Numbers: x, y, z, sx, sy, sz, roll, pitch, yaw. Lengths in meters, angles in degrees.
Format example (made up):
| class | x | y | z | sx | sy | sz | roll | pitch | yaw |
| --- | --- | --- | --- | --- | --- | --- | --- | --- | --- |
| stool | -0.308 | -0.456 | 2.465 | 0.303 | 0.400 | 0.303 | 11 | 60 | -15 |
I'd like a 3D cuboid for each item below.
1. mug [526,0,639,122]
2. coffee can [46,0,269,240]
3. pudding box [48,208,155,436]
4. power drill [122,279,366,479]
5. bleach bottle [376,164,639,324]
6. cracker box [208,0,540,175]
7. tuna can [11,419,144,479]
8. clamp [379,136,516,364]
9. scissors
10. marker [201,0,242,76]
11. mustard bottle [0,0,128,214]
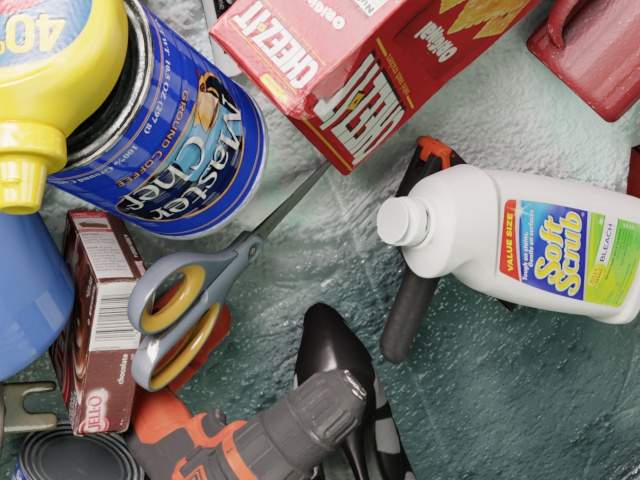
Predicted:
| class | x | y | z | sx | sy | sz | roll | pitch | yaw |
| --- | --- | --- | --- | --- | --- | --- | --- | --- | --- |
| mug | 0.184 | -0.135 | 0.691 | 0.081 | 0.093 | 0.117 | -47 | 146 | 15 |
| coffee can | -0.101 | -0.065 | 0.565 | 0.103 | 0.103 | 0.140 | -44 | 157 | 6 |
| pudding box | -0.139 | 0.050 | 0.664 | 0.039 | 0.090 | 0.114 | 2 | 119 | -28 |
| power drill | -0.070 | 0.106 | 0.669 | 0.184 | 0.188 | 0.057 | -41 | 127 | 6 |
| bleach bottle | 0.137 | 0.004 | 0.742 | 0.250 | 0.068 | 0.102 | 5 | 104 | -40 |
| cracker box | 0.059 | -0.141 | 0.595 | 0.214 | 0.072 | 0.164 | -43 | 166 | 4 |
| tuna can | -0.166 | 0.163 | 0.726 | 0.086 | 0.086 | 0.034 | 8 | 118 | -29 |
| clamp | 0.098 | 0.003 | 0.777 | 0.120 | 0.039 | 0.171 | -18 | 125 | -30 |
| scissors | -0.054 | 0.001 | 0.649 | 0.201 | 0.016 | 0.096 | -55 | 154 | -18 |
| marker | -0.062 | -0.152 | 0.614 | 0.020 | 0.020 | 0.121 | -19 | 127 | -13 |
| mustard bottle | -0.135 | -0.106 | 0.476 | 0.096 | 0.191 | 0.058 | -5 | 168 | 5 |
